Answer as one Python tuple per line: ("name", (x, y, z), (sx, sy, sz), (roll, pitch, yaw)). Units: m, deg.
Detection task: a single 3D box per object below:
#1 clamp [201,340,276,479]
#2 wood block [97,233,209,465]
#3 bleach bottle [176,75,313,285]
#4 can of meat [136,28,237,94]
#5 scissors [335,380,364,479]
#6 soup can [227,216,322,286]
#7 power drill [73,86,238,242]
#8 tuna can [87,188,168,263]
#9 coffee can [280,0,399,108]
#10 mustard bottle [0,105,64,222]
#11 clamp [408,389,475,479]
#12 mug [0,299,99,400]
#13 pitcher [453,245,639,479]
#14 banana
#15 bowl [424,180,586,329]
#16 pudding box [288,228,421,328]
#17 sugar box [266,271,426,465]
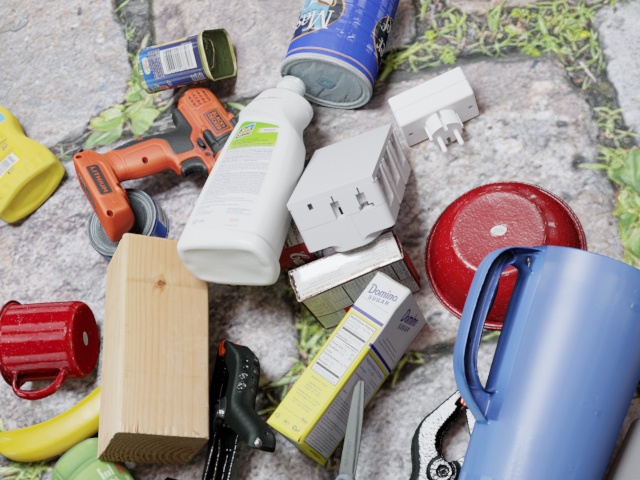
("clamp", (-0.089, 0.181, 1.020), (0.210, 0.036, 0.165), (-101, 35, -57))
("wood block", (-0.164, 0.108, 1.057), (0.090, 0.090, 0.206), (9, 59, -20))
("bleach bottle", (-0.057, -0.072, 1.081), (0.103, 0.068, 0.250), (2, 51, 24))
("can of meat", (-0.152, -0.204, 1.215), (0.084, 0.102, 0.057), (-10, 100, 16))
("scissors", (0.006, 0.234, 0.982), (0.096, 0.016, 0.202), (-9, 80, 27))
("soup can", (-0.057, 0.001, 1.110), (0.102, 0.068, 0.068), (-19, 62, 9))
("power drill", (-0.157, -0.070, 1.155), (0.187, 0.057, 0.184), (-25, 58, -18))
("tuna can", (-0.215, -0.014, 1.186), (0.086, 0.033, 0.086), (-7, 65, 14))
("coffee can", (0.024, -0.230, 1.169), (0.103, 0.102, 0.140), (10, 69, 21))
("mustard bottle", (-0.394, -0.110, 1.271), (0.096, 0.058, 0.192), (-46, 62, -5))
("clamp", (0.122, 0.222, 0.971), (0.120, 0.039, 0.171), (22, 82, 18))
("mug", (-0.286, 0.115, 1.115), (0.081, 0.093, 0.117), (-5, 46, 10))
("pitcher", (0.192, 0.130, 0.915), (0.149, 0.145, 0.242), (15, 74, 27))
("banana", (-0.262, 0.183, 1.109), (0.198, 0.037, 0.070), (-24, 62, 6))
("bowl", (0.176, 0.003, 1.043), (0.162, 0.055, 0.162), (-7, 64, 14))
("pudding box", (0.036, 0.039, 1.051), (0.113, 0.090, 0.039), (-24, 62, 6))
("sugar box", (0.028, 0.122, 1.014), (0.048, 0.093, 0.176), (30, 77, 25))
